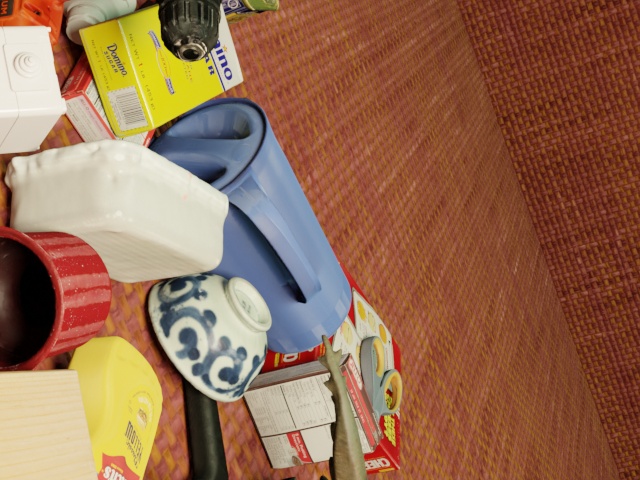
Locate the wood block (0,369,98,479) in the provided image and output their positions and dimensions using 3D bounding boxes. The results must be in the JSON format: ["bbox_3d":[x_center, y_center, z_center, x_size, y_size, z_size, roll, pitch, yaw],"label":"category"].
[{"bbox_3d":[-0.212,0.121,0.544,0.205,0.090,0.091,12,63,-67],"label":"wood block"}]

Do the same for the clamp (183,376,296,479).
[{"bbox_3d":[-0.076,0.225,0.885,0.164,0.036,0.210,52,28,-31],"label":"clamp"}]

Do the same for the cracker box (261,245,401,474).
[{"bbox_3d":[0.018,0.133,1.160,0.164,0.072,0.213,-85,152,-42],"label":"cracker box"}]

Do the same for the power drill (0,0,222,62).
[{"bbox_3d":[-0.155,-0.181,0.790,0.057,0.188,0.184,50,29,-50],"label":"power drill"}]

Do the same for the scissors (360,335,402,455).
[{"bbox_3d":[0.047,0.161,1.092,0.201,0.016,0.096,-30,104,-68],"label":"scissors"}]

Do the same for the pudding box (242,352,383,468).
[{"bbox_3d":[-0.008,0.163,1.007,0.090,0.114,0.039,69,24,-10],"label":"pudding box"}]

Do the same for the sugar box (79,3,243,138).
[{"bbox_3d":[-0.130,-0.157,0.918,0.176,0.048,0.093,-44,122,-58],"label":"sugar box"}]

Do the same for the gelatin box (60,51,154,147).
[{"bbox_3d":[-0.179,-0.107,0.897,0.089,0.030,0.073,59,26,-33],"label":"gelatin box"}]

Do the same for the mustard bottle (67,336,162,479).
[{"bbox_3d":[-0.153,0.162,0.705,0.191,0.058,0.096,-82,164,-47],"label":"mustard bottle"}]

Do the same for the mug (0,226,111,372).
[{"bbox_3d":[-0.189,0.047,0.683,0.081,0.093,0.117,-10,114,-74],"label":"mug"}]

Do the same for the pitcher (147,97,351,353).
[{"bbox_3d":[-0.056,0.001,0.981,0.242,0.145,0.149,59,30,-41],"label":"pitcher"}]
